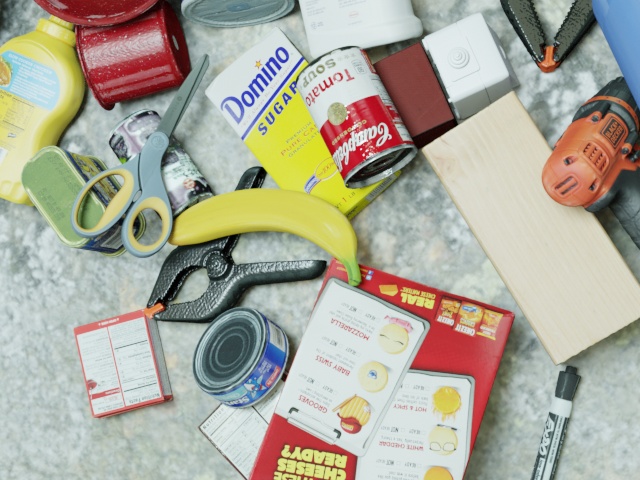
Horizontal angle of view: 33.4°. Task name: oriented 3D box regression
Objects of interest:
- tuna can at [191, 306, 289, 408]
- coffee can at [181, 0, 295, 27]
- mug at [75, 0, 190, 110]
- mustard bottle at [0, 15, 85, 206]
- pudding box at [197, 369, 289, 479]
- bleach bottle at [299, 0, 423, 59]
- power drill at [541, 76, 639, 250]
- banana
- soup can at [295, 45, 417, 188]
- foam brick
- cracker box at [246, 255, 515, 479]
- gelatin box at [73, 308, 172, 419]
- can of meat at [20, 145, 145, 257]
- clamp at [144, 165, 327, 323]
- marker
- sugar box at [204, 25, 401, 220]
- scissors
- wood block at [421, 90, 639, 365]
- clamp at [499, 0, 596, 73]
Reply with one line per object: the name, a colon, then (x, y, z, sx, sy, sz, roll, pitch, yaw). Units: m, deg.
tuna can: (-0.071, 0.102, 0.938, 0.086, 0.033, 0.086, -23, 47, 27)
coffee can: (-0.080, -0.276, 0.965, 0.103, 0.102, 0.140, -7, 84, 13)
mug: (-0.173, -0.186, 0.990, 0.081, 0.093, 0.117, -13, 75, 7)
mustard bottle: (-0.280, -0.136, 1.025, 0.096, 0.058, 0.191, 24, 92, 16)
pudding box: (-0.040, 0.174, 0.953, 0.090, 0.039, 0.113, -46, 75, 5)
bleach bottle: (0.014, -0.290, 0.923, 0.103, 0.068, 0.251, -6, 101, 34)
power drill: (0.269, -0.035, 0.854, 0.187, 0.184, 0.057, 45, 135, -1)
banana: (-0.046, -0.014, 0.923, 0.198, 0.037, 0.069, 11, 65, 28)
soup can: (0.029, -0.104, 0.899, 0.068, 0.068, 0.102, -28, 77, 10)
foam brick: (0.082, -0.125, 0.940, 0.051, 0.053, 0.078, -24, 80, 10)
cracker box: (0.052, 0.140, 0.890, 0.164, 0.072, 0.213, 17, 74, 12)
gelatin box: (-0.184, 0.115, 0.997, 0.073, 0.030, 0.089, -16, 82, 10)
can of meat: (-0.221, -0.036, 0.989, 0.057, 0.084, 0.102, -40, 78, 7)
clamp: (-0.080, 0.028, 0.973, 0.171, 0.039, 0.120, -45, 67, 6)
marker: (0.198, 0.166, 0.906, 0.020, 0.020, 0.121, 15, 89, 14)
sugar box: (-0.018, -0.098, 0.965, 0.093, 0.048, 0.176, -41, 79, 7)
scissors: (-0.135, -0.068, 0.950, 0.096, 0.016, 0.201, 43, 74, -2)
wood block: (0.180, -0.007, 0.889, 0.091, 0.090, 0.206, -32, 79, 9)
clamp: (0.196, -0.254, 0.931, 0.165, 0.036, 0.210, 11, 88, 14)
